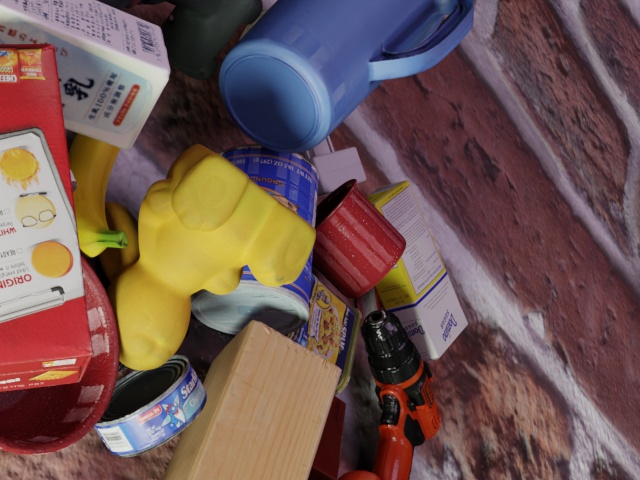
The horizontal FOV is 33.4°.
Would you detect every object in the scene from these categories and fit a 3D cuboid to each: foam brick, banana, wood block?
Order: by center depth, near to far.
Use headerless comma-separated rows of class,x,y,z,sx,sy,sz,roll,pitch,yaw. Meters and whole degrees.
banana,-0.173,-0.051,0.837,0.198,0.070,0.037,-96,166,-44
wood block,-0.065,0.178,0.841,0.090,0.090,0.206,31,47,-11
foam brick,-0.015,0.176,0.965,0.053,0.051,0.078,39,47,-39

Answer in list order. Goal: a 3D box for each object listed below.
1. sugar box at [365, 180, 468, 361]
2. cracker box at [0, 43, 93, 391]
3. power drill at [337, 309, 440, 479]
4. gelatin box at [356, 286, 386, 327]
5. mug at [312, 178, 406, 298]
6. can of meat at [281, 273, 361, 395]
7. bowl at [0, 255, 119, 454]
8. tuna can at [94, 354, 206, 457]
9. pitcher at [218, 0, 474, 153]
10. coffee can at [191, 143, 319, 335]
sugar box,0.092,0.032,1.127,0.093,0.048,0.176,-36,108,-55
cracker box,-0.235,-0.013,0.649,0.164,0.072,0.214,-4,68,-20
power drill,0.064,0.185,1.033,0.184,0.057,0.187,64,35,-40
gelatin box,0.067,0.053,1.151,0.073,0.030,0.089,12,65,-52
mug,0.022,0.005,1.036,0.081,0.117,0.093,45,54,-10
can of meat,-0.013,0.086,1.004,0.083,0.058,0.102,43,44,-32
bowl,-0.216,0.070,0.736,0.161,0.055,0.162,26,55,-45
tuna can,-0.129,0.124,0.804,0.033,0.086,0.086,62,36,-16
pitcher,0.021,-0.181,0.959,0.145,0.149,0.242,47,46,-10
coffee can,-0.056,0.001,0.942,0.102,0.103,0.140,33,50,-42
